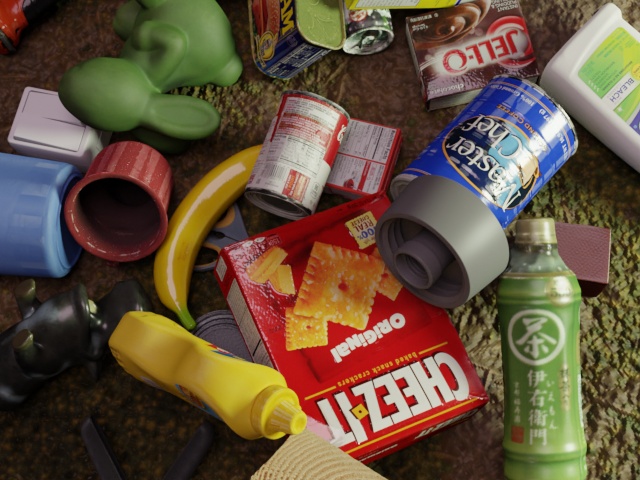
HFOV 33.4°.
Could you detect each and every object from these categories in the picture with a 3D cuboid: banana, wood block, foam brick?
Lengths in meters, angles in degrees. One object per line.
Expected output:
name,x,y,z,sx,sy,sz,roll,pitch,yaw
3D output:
banana,-0.105,-0.013,0.995,0.069,0.037,0.197,24,76,4
wood block,-0.032,0.263,0.837,0.091,0.090,0.206,30,118,14
foam brick,0.217,0.016,0.958,0.078,0.051,0.053,8,74,8

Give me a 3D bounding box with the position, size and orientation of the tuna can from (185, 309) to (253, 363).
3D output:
tuna can,-0.086,0.109,0.974,0.086,0.033,0.086,-2,73,6

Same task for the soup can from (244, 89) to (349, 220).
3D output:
soup can,-0.022,-0.077,0.973,0.068,0.068,0.102,18,77,11

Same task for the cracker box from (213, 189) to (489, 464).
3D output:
cracker box,0.024,0.080,0.929,0.164,0.072,0.214,-19,71,-19

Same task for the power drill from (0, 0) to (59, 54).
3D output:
power drill,-0.300,-0.298,1.107,0.187,0.057,0.184,-40,73,-6

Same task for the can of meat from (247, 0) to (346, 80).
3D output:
can of meat,-0.025,-0.216,1.032,0.057,0.084,0.102,9,68,-36

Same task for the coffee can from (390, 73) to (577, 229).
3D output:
coffee can,0.146,-0.065,0.955,0.103,0.103,0.140,40,74,15

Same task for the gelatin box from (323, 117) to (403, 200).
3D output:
gelatin box,0.027,-0.078,1.018,0.089,0.030,0.073,15,76,14

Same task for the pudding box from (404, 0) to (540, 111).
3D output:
pudding box,0.146,-0.181,1.030,0.113,0.039,0.090,-14,73,3

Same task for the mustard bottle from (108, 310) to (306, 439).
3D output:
mustard bottle,-0.083,0.115,0.863,0.192,0.096,0.058,19,73,43

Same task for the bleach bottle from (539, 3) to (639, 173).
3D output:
bleach bottle,0.325,-0.101,0.975,0.251,0.068,0.102,43,83,14

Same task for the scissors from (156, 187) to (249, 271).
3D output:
scissors,-0.057,0.001,1.012,0.202,0.016,0.096,9,75,9

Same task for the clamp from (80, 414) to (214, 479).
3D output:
clamp,-0.148,0.234,0.942,0.120,0.039,0.171,-8,79,9

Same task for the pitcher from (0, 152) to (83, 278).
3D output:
pitcher,-0.348,-0.041,0.997,0.243,0.149,0.145,6,62,5

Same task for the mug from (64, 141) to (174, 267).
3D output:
mug,-0.183,-0.030,0.993,0.093,0.117,0.081,10,31,-3
